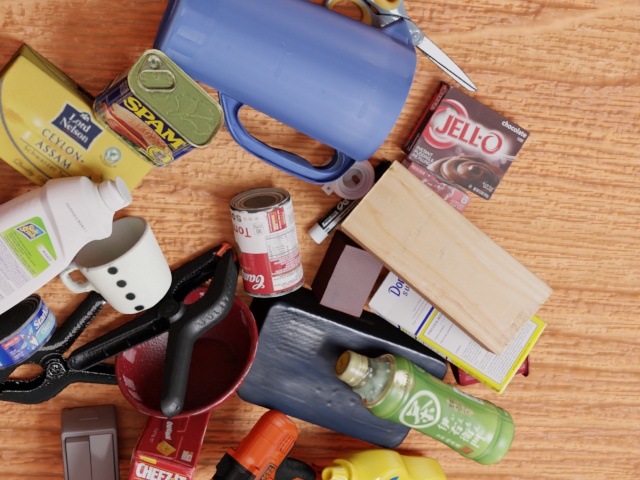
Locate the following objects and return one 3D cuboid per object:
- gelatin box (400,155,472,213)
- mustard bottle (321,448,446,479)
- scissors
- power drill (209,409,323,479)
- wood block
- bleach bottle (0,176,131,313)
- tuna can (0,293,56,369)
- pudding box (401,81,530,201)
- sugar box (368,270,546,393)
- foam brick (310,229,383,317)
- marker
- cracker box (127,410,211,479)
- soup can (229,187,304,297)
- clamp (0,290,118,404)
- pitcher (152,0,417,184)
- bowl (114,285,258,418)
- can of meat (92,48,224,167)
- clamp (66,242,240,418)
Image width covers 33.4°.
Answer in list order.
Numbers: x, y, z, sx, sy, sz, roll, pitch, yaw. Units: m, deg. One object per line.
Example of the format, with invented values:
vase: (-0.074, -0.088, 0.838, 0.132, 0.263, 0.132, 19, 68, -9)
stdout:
gelatin box: (0.113, -0.041, 1.193, 0.089, 0.030, 0.073, 29, 103, -21)
mustard bottle: (0.063, 0.284, 1.250, 0.096, 0.058, 0.191, -39, 144, 20)
scissors: (0.078, -0.211, 1.126, 0.096, 0.016, 0.201, -34, 114, 4)
power drill: (-0.064, 0.298, 1.216, 0.184, 0.057, 0.187, -51, 144, -8)
wood block: (0.128, 0.019, 1.113, 0.206, 0.091, 0.090, 40, 90, 3)
bleach bottle: (-0.296, 0.012, 1.051, 0.251, 0.068, 0.102, -27, 121, 9)
tuna can: (-0.322, 0.096, 1.123, 0.086, 0.086, 0.033, -31, 116, 1)
pudding box: (0.159, -0.109, 1.171, 0.113, 0.039, 0.090, 26, 103, -20)
sugar box: (0.151, 0.084, 1.187, 0.176, 0.048, 0.093, 33, 83, 14)
foam brick: (0.031, 0.036, 1.194, 0.053, 0.051, 0.078, 20, 106, -18)
marker: (0.035, -0.044, 1.181, 0.121, 0.020, 0.020, -44, 114, 7)
cracker box: (-0.187, 0.291, 1.182, 0.072, 0.164, 0.214, 17, 108, -4)
soup can: (-0.058, 0.001, 1.152, 0.068, 0.068, 0.102, -11, 113, -8)
clamp: (-0.289, 0.123, 1.168, 0.171, 0.039, 0.120, -14, 107, -14)
pitcher: (-0.041, -0.172, 1.056, 0.242, 0.149, 0.145, 22, 148, -15)
bowl: (-0.138, 0.130, 1.156, 0.162, 0.162, 0.055, -25, 142, -2)
can of meat: (-0.158, -0.123, 1.025, 0.102, 0.084, 0.057, 42, 55, -21)
clamp: (-0.149, 0.089, 1.125, 0.209, 0.165, 0.036, -46, 137, -21)
